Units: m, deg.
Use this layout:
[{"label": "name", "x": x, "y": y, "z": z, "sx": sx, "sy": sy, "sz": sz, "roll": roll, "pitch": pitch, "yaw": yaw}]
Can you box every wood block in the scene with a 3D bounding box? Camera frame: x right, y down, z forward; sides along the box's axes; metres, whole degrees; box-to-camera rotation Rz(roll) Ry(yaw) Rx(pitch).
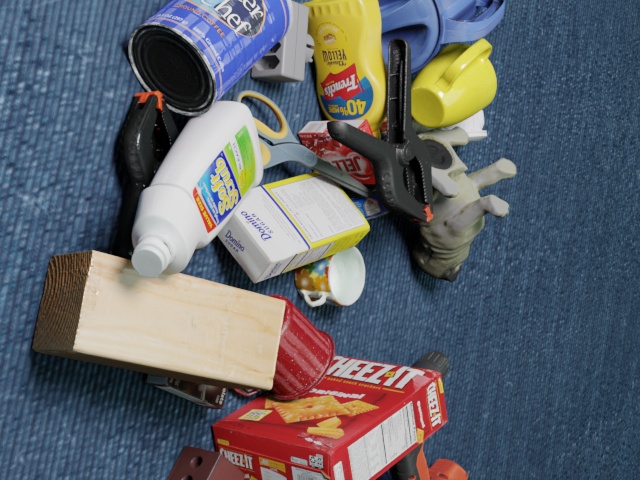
[{"label": "wood block", "x": -0.146, "y": 0.078, "z": 0.987, "sx": 0.205, "sy": 0.091, "sz": 0.090, "roll": 18, "pitch": 75, "yaw": -36}]

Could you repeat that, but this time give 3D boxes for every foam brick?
[{"label": "foam brick", "x": -0.124, "y": 0.258, "z": 1.096, "sx": 0.051, "sy": 0.053, "sz": 0.078, "roll": 51, "pitch": 54, "yaw": -40}]

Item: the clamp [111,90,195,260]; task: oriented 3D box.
[{"label": "clamp", "x": -0.159, "y": -0.057, "z": 1.046, "sx": 0.120, "sy": 0.039, "sz": 0.171, "roll": 14, "pitch": 79, "yaw": -68}]

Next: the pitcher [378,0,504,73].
[{"label": "pitcher", "x": 0.140, "y": -0.298, "z": 1.307, "sx": 0.149, "sy": 0.145, "sz": 0.242, "roll": 52, "pitch": 40, "yaw": -4}]

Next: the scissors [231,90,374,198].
[{"label": "scissors", "x": -0.030, "y": -0.080, "z": 1.174, "sx": 0.201, "sy": 0.016, "sz": 0.096, "roll": 43, "pitch": 65, "yaw": -21}]

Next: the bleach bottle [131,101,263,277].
[{"label": "bleach bottle", "x": -0.118, "y": -0.037, "z": 0.989, "sx": 0.250, "sy": 0.068, "sz": 0.102, "roll": -69, "pitch": 155, "yaw": -57}]

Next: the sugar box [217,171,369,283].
[{"label": "sugar box", "x": -0.032, "y": -0.019, "z": 1.166, "sx": 0.175, "sy": 0.048, "sz": 0.093, "roll": -20, "pitch": 65, "yaw": -47}]

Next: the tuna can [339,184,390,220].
[{"label": "tuna can", "x": 0.057, "y": -0.057, "z": 1.275, "sx": 0.086, "sy": 0.086, "sz": 0.034, "roll": -42, "pitch": 122, "yaw": -41}]

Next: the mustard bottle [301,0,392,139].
[{"label": "mustard bottle", "x": 0.037, "y": -0.186, "z": 1.233, "sx": 0.058, "sy": 0.096, "sz": 0.191, "roll": -32, "pitch": 117, "yaw": -46}]

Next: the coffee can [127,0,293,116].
[{"label": "coffee can", "x": -0.106, "y": -0.204, "z": 1.049, "sx": 0.140, "sy": 0.103, "sz": 0.103, "roll": -51, "pitch": 129, "yaw": -36}]

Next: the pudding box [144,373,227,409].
[{"label": "pudding box", "x": -0.126, "y": 0.107, "z": 1.095, "sx": 0.089, "sy": 0.039, "sz": 0.113, "roll": 34, "pitch": 66, "yaw": -47}]

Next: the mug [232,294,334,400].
[{"label": "mug", "x": -0.054, "y": 0.120, "z": 1.159, "sx": 0.117, "sy": 0.093, "sz": 0.081, "roll": -40, "pitch": 125, "yaw": 2}]

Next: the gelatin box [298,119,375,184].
[{"label": "gelatin box", "x": 0.026, "y": -0.101, "z": 1.230, "sx": 0.030, "sy": 0.089, "sz": 0.073, "roll": -48, "pitch": 127, "yaw": -38}]

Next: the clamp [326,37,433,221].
[{"label": "clamp", "x": 0.077, "y": -0.097, "z": 1.190, "sx": 0.164, "sy": 0.036, "sz": 0.210, "roll": -47, "pitch": 130, "yaw": -38}]

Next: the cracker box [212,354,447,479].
[{"label": "cracker box", "x": 0.013, "y": 0.200, "z": 1.175, "sx": 0.213, "sy": 0.164, "sz": 0.072, "roll": -26, "pitch": 114, "yaw": -47}]

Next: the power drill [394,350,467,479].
[{"label": "power drill", "x": 0.135, "y": 0.264, "z": 1.417, "sx": 0.184, "sy": 0.057, "sz": 0.187, "roll": -44, "pitch": 122, "yaw": -36}]
